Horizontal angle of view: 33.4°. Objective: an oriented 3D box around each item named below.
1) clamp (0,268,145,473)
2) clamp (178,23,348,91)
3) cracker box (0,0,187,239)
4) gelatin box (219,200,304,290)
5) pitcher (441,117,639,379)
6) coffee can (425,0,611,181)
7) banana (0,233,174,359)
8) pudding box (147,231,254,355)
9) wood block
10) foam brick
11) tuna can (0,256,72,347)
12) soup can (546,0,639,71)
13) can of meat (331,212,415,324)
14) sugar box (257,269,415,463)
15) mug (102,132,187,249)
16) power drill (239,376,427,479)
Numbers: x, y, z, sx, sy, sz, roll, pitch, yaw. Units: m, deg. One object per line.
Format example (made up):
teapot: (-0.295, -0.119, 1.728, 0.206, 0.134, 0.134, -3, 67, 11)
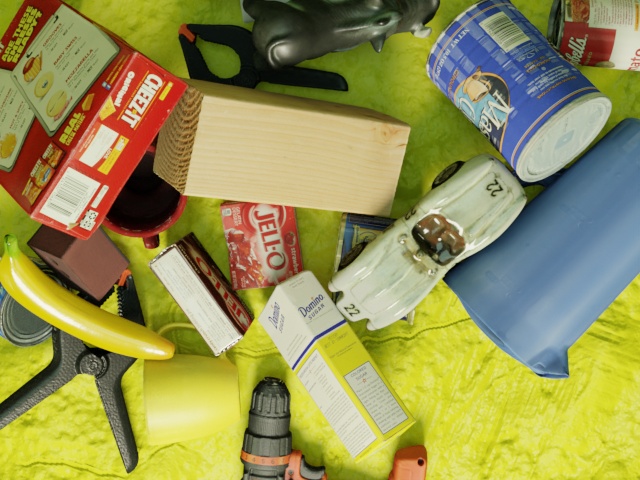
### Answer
clamp: (-0.224, 0.129, 1.072, 0.164, 0.036, 0.210, 27, 88, -24)
clamp: (-0.072, -0.144, 1.038, 0.171, 0.039, 0.120, 29, 87, -2)
cracker box: (-0.232, -0.119, 0.959, 0.072, 0.214, 0.164, 29, 95, -45)
gelatin box: (-0.057, 0.001, 1.061, 0.073, 0.030, 0.089, -7, 97, 3)
pitcher: (0.235, -0.003, 1.007, 0.243, 0.145, 0.149, -45, 105, 3)
coffee can: (0.178, -0.138, 0.969, 0.103, 0.102, 0.140, -41, 66, 7)
banana: (-0.231, 0.065, 1.008, 0.197, 0.070, 0.037, 37, 59, -25)
pudding box: (-0.114, 0.050, 1.040, 0.039, 0.090, 0.113, -37, 94, 7)
wood block: (-0.035, -0.085, 0.971, 0.205, 0.090, 0.091, 5, 105, -29)
foam brick: (-0.231, 0.012, 1.023, 0.053, 0.078, 0.051, 19, 65, 33)
tuna can: (-0.289, 0.060, 1.051, 0.034, 0.086, 0.086, 24, 99, 33)
soup can: (0.269, -0.196, 1.002, 0.102, 0.068, 0.068, 6, 97, 1)
can of meat: (0.056, 0.025, 1.046, 0.084, 0.057, 0.102, 8, 98, 3)
sugar box: (0.012, 0.120, 1.017, 0.048, 0.093, 0.176, -26, 75, -26)
mug: (-0.171, -0.049, 1.029, 0.093, 0.081, 0.117, -12, 112, -1)
power drill: (0.011, 0.235, 1.077, 0.187, 0.057, 0.184, 6, 98, 4)
